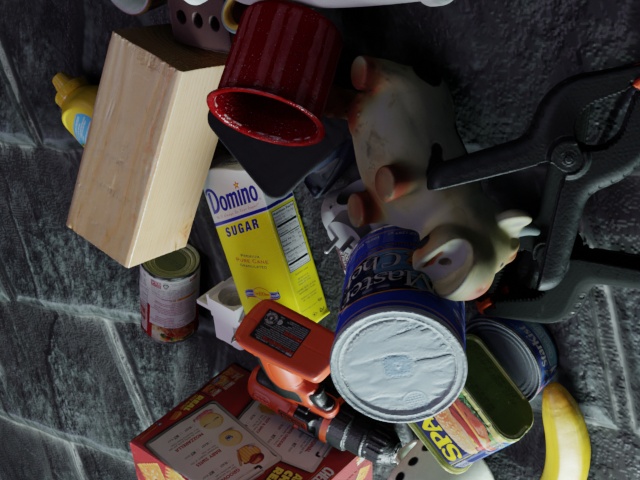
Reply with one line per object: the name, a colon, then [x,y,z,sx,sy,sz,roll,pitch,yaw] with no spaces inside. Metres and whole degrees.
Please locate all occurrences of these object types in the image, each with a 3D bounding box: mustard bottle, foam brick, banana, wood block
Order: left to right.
mustard bottle: [-0.225,-0.110,1.154,0.192,0.058,0.096,47,156,11]
wood block: [-0.162,-0.092,1.018,0.090,0.090,0.206,32,119,22]
foam brick: [-0.092,-0.204,0.954,0.078,0.051,0.053,19,128,38]
banana: [0.199,0.204,0.938,0.069,0.037,0.198,18,129,3]

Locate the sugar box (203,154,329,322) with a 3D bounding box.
sugar box: [-0.057,0.001,1.069,0.094,0.048,0.176,2,119,46]

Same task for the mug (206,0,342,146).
mug: [-0.035,-0.126,0.821,0.093,0.081,0.117,21,163,-18]

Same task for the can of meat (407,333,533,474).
can of meat: [0.121,0.139,0.914,0.102,0.057,0.084,52,139,4]

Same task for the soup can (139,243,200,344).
soup can: [-0.170,0.058,1.211,0.069,0.068,0.102,32,136,27]

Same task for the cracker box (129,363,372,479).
cracker box: [-0.075,0.241,1.163,0.214,0.163,0.072,24,134,34]

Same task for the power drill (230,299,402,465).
power drill: [-0.006,0.147,1.068,0.185,0.057,0.187,24,152,23]

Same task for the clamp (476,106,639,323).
clamp: [0.182,-0.003,0.820,0.210,0.036,0.164,-35,83,53]

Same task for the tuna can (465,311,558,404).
tuna can: [0.160,0.097,0.917,0.086,0.033,0.086,27,133,32]

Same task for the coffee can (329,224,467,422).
coffee can: [0.065,0.062,0.852,0.103,0.140,0.103,3,118,5]

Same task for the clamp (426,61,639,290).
clamp: [0.158,-0.061,0.734,0.120,0.039,0.172,32,106,-7]
